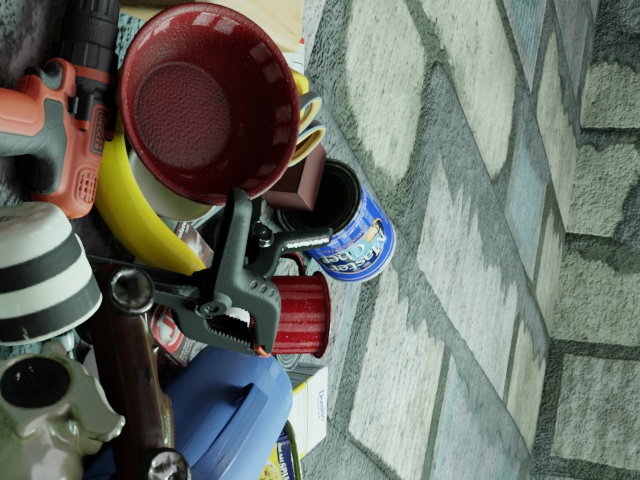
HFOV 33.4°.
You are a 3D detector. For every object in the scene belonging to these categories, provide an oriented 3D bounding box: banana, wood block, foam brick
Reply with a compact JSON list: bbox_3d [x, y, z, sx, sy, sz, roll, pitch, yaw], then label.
[{"bbox_3d":[-0.152,-0.039,0.874,0.069,0.037,0.198,-25,116,-17],"label":"banana"},{"bbox_3d":[-0.096,-0.229,0.944,0.205,0.091,0.090,4,91,-68],"label":"wood block"},{"bbox_3d":[-0.031,-0.077,1.181,0.053,0.051,0.078,53,46,-59],"label":"foam brick"}]

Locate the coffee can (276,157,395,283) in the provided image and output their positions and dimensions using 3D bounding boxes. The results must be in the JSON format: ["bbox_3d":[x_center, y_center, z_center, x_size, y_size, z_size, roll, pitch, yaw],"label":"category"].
[{"bbox_3d":[0.021,-0.021,1.250,0.140,0.103,0.103,48,50,-60],"label":"coffee can"}]

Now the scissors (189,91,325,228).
[{"bbox_3d":[-0.058,-0.084,1.052,0.201,0.016,0.096,-36,153,-41],"label":"scissors"}]

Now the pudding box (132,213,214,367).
[{"bbox_3d":[-0.136,0.045,0.962,0.090,0.039,0.113,58,41,-53],"label":"pudding box"}]

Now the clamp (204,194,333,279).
[{"bbox_3d":[-0.057,0.001,1.084,0.039,0.120,0.171,-50,-173,49],"label":"clamp"}]

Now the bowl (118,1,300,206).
[{"bbox_3d":[-0.097,-0.104,0.851,0.161,0.055,0.162,4,82,-34],"label":"bowl"}]

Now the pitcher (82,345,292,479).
[{"bbox_3d":[-0.105,0.184,0.934,0.242,0.149,0.145,-54,141,-58],"label":"pitcher"}]

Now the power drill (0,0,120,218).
[{"bbox_3d":[-0.204,-0.116,0.742,0.187,0.057,0.184,18,77,-67],"label":"power drill"}]

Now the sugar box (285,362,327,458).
[{"bbox_3d":[-0.044,0.207,1.211,0.176,0.048,0.093,-27,120,-68],"label":"sugar box"}]

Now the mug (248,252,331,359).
[{"bbox_3d":[-0.041,0.066,1.112,0.093,0.081,0.117,138,-49,-68],"label":"mug"}]

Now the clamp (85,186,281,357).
[{"bbox_3d":[-0.085,0.036,0.877,0.209,0.165,0.036,42,32,-45],"label":"clamp"}]

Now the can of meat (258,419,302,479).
[{"bbox_3d":[-0.068,0.237,1.088,0.083,0.058,0.102,-14,107,-23],"label":"can of meat"}]
